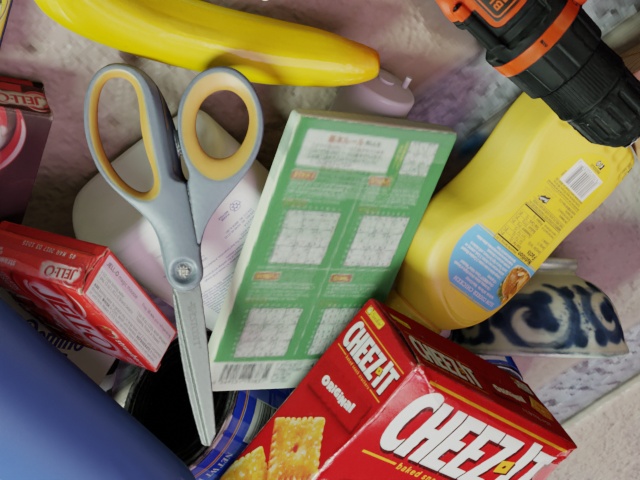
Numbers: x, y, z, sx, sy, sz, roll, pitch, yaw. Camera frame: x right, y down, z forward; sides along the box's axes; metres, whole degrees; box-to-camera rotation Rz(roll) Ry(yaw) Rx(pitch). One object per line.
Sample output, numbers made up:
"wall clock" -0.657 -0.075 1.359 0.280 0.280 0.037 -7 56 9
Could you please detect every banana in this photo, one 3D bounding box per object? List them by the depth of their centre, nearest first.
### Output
"banana" -0.063 -0.104 0.522 0.197 0.070 0.037 12 88 -38

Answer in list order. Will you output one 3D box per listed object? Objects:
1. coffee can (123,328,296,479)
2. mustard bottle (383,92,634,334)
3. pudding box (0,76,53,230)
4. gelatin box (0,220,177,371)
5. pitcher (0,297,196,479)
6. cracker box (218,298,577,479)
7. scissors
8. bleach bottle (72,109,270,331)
"coffee can" -0.046 0.130 0.709 0.103 0.103 0.140 -41 132 16
"mustard bottle" 0.102 -0.004 0.654 0.192 0.058 0.096 -49 138 7
"pudding box" -0.195 -0.034 0.546 0.089 0.039 0.114 7 128 -28
"gelatin box" -0.127 0.030 0.562 0.030 0.073 0.089 -63 149 -23
"pitcher" -0.176 0.112 0.538 0.149 0.145 0.242 -16 135 26
"cracker box" 0.029 0.160 0.651 0.164 0.072 0.214 30 106 -39
"scissors" -0.054 0.001 0.540 0.096 0.016 0.202 -21 103 1
"bleach bottle" -0.032 0.030 0.654 0.102 0.068 0.250 -36 135 8
